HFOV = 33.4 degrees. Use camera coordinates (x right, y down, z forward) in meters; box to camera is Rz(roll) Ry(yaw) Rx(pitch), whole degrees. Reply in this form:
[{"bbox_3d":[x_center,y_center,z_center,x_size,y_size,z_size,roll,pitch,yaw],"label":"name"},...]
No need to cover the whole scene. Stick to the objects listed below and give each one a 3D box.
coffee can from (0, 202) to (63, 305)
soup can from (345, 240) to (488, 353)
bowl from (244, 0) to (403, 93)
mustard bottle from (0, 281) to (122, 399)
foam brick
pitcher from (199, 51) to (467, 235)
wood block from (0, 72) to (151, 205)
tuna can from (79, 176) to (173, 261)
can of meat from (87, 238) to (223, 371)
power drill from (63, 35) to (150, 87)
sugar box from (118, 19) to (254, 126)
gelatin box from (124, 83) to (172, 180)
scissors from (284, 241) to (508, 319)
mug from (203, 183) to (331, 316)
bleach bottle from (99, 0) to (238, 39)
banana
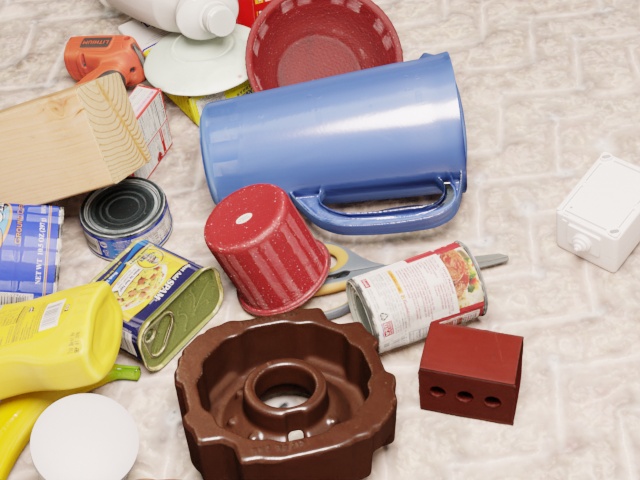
[{"bbox_3d":[-0.298,0.016,0.925,0.140,0.103,0.103,4,44,-15],"label":"coffee can"},{"bbox_3d":[0.080,0.048,0.896,0.102,0.068,0.068,-19,47,-10],"label":"soup can"},{"bbox_3d":[0.002,-0.179,1.103,0.162,0.055,0.162,1,79,-6],"label":"bowl"},{"bbox_3d":[-0.259,0.090,0.860,0.192,0.058,0.096,-12,36,12],"label":"mustard bottle"},{"bbox_3d":[0.119,0.105,0.846,0.078,0.053,0.051,8,48,15],"label":"foam brick"},{"bbox_3d":[0.015,-0.085,0.997,0.243,0.145,0.149,-9,16,4],"label":"pitcher"},{"bbox_3d":[-0.277,-0.079,0.991,0.206,0.091,0.090,-15,14,19],"label":"wood block"},{"bbox_3d":[-0.186,-0.022,1.020,0.086,0.034,0.086,-4,46,4],"label":"tuna can"},{"bbox_3d":[-0.150,0.053,0.929,0.084,0.057,0.102,23,53,29],"label":"can of meat"},{"bbox_3d":[-0.280,-0.143,1.128,0.185,0.057,0.187,7,47,27],"label":"power drill"},{"bbox_3d":[-0.142,-0.200,1.179,0.093,0.048,0.176,-28,46,-19],"label":"sugar box"},{"bbox_3d":[-0.185,-0.101,1.069,0.030,0.073,0.089,13,49,18],"label":"gelatin box"},{"bbox_3d":[0.058,0.019,0.962,0.201,0.016,0.096,-19,47,-11],"label":"scissors"},{"bbox_3d":[-0.056,0.001,0.936,0.093,0.081,0.117,-45,41,-16],"label":"mug"},{"bbox_3d":[-0.164,-0.265,1.152,0.102,0.068,0.251,-26,36,-17],"label":"bleach bottle"},{"bbox_3d":[-0.235,0.151,0.860,0.070,0.037,0.197,25,54,28],"label":"banana"}]
